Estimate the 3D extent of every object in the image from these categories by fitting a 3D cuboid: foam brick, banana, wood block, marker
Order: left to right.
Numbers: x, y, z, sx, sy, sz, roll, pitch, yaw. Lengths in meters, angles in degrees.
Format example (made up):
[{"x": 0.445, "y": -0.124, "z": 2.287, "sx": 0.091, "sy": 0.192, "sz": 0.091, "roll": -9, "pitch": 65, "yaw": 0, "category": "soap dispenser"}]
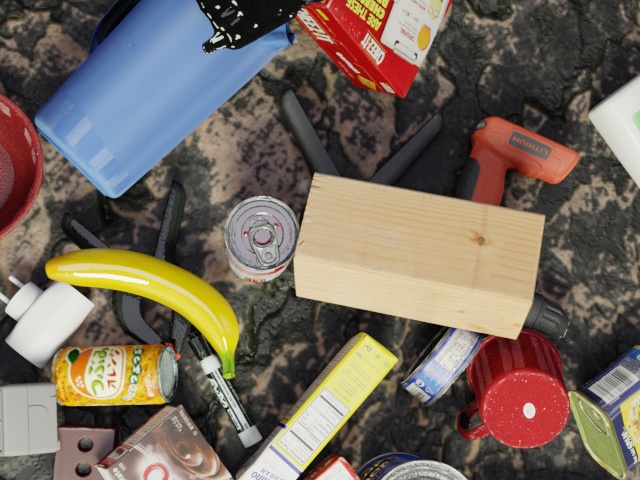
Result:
[{"x": -0.215, "y": 0.208, "z": 0.978, "sx": 0.053, "sy": 0.051, "sz": 0.078, "roll": 3, "pitch": 81, "yaw": -5, "category": "foam brick"}, {"x": -0.149, "y": 0.049, "z": 0.971, "sx": 0.198, "sy": 0.037, "sz": 0.069, "roll": 29, "pitch": 52, "yaw": -2, "category": "banana"}, {"x": -0.092, "y": 0.140, "z": 1.016, "sx": 0.020, "sy": 0.020, "sz": 0.121, "roll": -29, "pitch": 85, "yaw": -9, "category": "marker"}, {"x": 0.086, "y": 0.014, "z": 0.957, "sx": 0.206, "sy": 0.090, "sz": 0.090, "roll": 11, "pitch": 65, "yaw": 6, "category": "wood block"}]

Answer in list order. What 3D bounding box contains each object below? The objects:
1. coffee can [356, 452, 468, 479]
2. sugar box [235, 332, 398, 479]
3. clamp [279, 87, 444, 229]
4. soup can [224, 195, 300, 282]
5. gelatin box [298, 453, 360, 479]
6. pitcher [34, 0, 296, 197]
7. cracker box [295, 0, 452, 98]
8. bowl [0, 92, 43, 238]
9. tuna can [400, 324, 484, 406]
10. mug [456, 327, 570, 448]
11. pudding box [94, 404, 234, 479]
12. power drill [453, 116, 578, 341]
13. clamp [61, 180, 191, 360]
[{"x": 0.080, "y": 0.244, "z": 0.954, "sx": 0.102, "sy": 0.140, "sz": 0.103, "roll": 1, "pitch": 81, "yaw": -5, "category": "coffee can"}, {"x": -0.005, "y": 0.165, "z": 0.983, "sx": 0.048, "sy": 0.093, "sz": 0.176, "roll": 39, "pitch": 81, "yaw": 1, "category": "sugar box"}, {"x": 0.040, "y": -0.044, "z": 1.046, "sx": 0.164, "sy": 0.036, "sz": 0.210, "roll": 1, "pitch": 83, "yaw": -4, "category": "clamp"}, {"x": -0.057, "y": 0.001, "z": 0.998, "sx": 0.068, "sy": 0.102, "sz": 0.068, "roll": 1, "pitch": 81, "yaw": -5, "category": "soup can"}, {"x": -0.009, "y": 0.235, "z": 0.981, "sx": 0.089, "sy": 0.073, "sz": 0.030, "roll": -40, "pitch": 87, "yaw": -10, "category": "gelatin box"}, {"x": -0.155, "y": -0.164, "z": 1.010, "sx": 0.242, "sy": 0.149, "sz": 0.145, "roll": -46, "pitch": 105, "yaw": -7, "category": "pitcher"}, {"x": 0.065, "y": -0.272, "z": 1.021, "sx": 0.072, "sy": 0.164, "sz": 0.213, "roll": 19, "pitch": 78, "yaw": 37, "category": "cracker box"}, {"x": -0.339, "y": -0.065, "z": 1.005, "sx": 0.162, "sy": 0.055, "sz": 0.162, "roll": 1, "pitch": 81, "yaw": -5, "category": "bowl"}, {"x": 0.114, "y": 0.113, "z": 1.005, "sx": 0.034, "sy": 0.086, "sz": 0.086, "roll": 40, "pitch": 80, "yaw": 3, "category": "tuna can"}, {"x": 0.176, "y": 0.146, "z": 0.995, "sx": 0.117, "sy": 0.081, "sz": 0.093, "roll": -35, "pitch": 104, "yaw": 14, "category": "mug"}, {"x": -0.135, "y": 0.218, "z": 0.963, "sx": 0.089, "sy": 0.039, "sz": 0.113, "roll": -40, "pitch": 105, "yaw": -29, "category": "pudding box"}, {"x": 0.183, "y": -0.013, "z": 1.044, "sx": 0.184, "sy": 0.057, "sz": 0.187, "roll": 25, "pitch": 80, "yaw": -1, "category": "power drill"}, {"x": -0.176, "y": 0.034, "z": 1.014, "sx": 0.120, "sy": 0.039, "sz": 0.171, "roll": -10, "pitch": 83, "yaw": -5, "category": "clamp"}]
